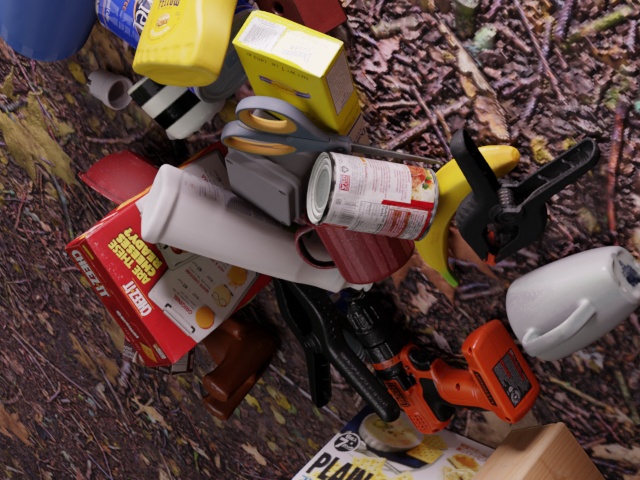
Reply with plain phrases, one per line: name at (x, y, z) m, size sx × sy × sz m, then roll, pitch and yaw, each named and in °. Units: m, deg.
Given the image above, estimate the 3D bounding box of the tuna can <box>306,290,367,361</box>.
tuna can at (0.028, 0.099, 1.224) m, size 0.086 × 0.033 × 0.086 m, roll 30°, pitch 141°, yaw 27°

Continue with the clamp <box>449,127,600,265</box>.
clamp at (0.151, -0.038, 0.910) m, size 0.120 × 0.039 × 0.172 m, roll 14°, pitch 142°, yaw -5°

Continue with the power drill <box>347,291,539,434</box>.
power drill at (0.125, 0.126, 1.121) m, size 0.188 × 0.057 × 0.184 m, roll -10°, pitch 119°, yaw 55°

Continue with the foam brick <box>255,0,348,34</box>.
foam brick at (-0.022, -0.219, 0.959) m, size 0.053 × 0.051 × 0.078 m, roll -2°, pitch 121°, yaw 50°

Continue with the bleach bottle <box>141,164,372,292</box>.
bleach bottle at (-0.057, 0.001, 1.106) m, size 0.250 × 0.102 × 0.068 m, roll 21°, pitch 108°, yaw -16°

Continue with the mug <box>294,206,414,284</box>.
mug at (0.031, -0.006, 1.057) m, size 0.117 × 0.093 × 0.081 m, roll -22°, pitch 116°, yaw 14°

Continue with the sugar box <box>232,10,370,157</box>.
sugar box at (-0.014, -0.131, 0.977) m, size 0.093 × 0.048 × 0.176 m, roll 25°, pitch 161°, yaw 21°

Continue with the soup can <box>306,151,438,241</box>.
soup can at (0.046, -0.039, 0.961) m, size 0.102 × 0.068 × 0.069 m, roll 8°, pitch 150°, yaw -18°

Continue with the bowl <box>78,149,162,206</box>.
bowl at (-0.204, -0.063, 1.271) m, size 0.162 × 0.055 × 0.162 m, roll 29°, pitch -177°, yaw -2°

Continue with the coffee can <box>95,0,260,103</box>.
coffee can at (-0.134, -0.215, 1.044) m, size 0.140 × 0.102 × 0.103 m, roll 38°, pitch 144°, yaw 18°

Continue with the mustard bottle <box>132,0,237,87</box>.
mustard bottle at (-0.106, -0.235, 0.948) m, size 0.058 × 0.191 × 0.096 m, roll 21°, pitch 170°, yaw -40°

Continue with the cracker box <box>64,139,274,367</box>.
cracker box at (-0.147, 0.012, 1.177) m, size 0.072 × 0.213 × 0.164 m, roll -18°, pitch 108°, yaw 54°

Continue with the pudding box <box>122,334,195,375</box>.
pudding box at (-0.199, 0.112, 1.321) m, size 0.114 × 0.039 × 0.090 m, roll 10°, pitch 96°, yaw 45°

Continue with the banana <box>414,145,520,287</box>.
banana at (0.125, -0.032, 0.991) m, size 0.069 × 0.037 × 0.198 m, roll 20°, pitch 143°, yaw 3°

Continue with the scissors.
scissors at (0.010, -0.095, 0.943) m, size 0.202 × 0.016 × 0.096 m, roll 3°, pitch 157°, yaw 6°

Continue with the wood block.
wood block at (0.188, 0.287, 1.069) m, size 0.091 × 0.205 × 0.090 m, roll 53°, pitch 146°, yaw -5°

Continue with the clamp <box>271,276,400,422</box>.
clamp at (-0.003, 0.113, 1.204) m, size 0.210 × 0.036 × 0.165 m, roll 61°, pitch 152°, yaw -6°

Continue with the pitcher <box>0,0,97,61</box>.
pitcher at (-0.275, -0.300, 1.117) m, size 0.145 × 0.149 × 0.243 m, roll 36°, pitch 150°, yaw -6°

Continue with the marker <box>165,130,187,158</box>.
marker at (-0.176, -0.148, 1.231) m, size 0.020 × 0.020 × 0.121 m, roll 18°, pitch 135°, yaw 38°
